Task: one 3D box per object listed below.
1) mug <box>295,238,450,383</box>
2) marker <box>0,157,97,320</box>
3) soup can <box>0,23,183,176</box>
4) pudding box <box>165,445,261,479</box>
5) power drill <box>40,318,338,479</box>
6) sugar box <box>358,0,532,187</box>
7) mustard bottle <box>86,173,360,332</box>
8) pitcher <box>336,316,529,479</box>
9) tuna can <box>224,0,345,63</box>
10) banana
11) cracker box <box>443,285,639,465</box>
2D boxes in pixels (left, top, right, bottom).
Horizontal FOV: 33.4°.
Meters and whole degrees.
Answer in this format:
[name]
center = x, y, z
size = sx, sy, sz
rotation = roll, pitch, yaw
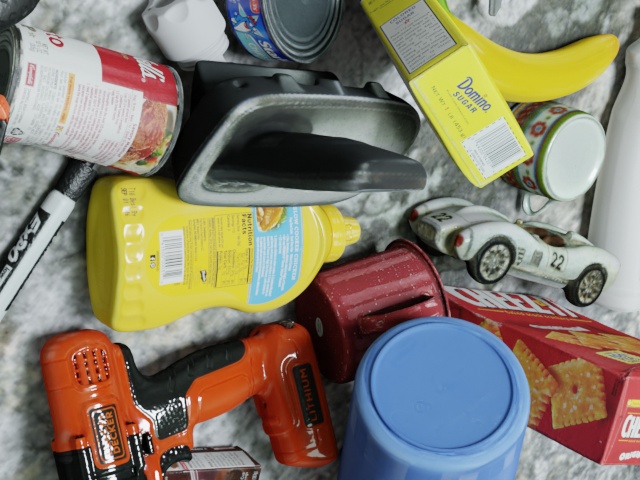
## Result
[mug]
center = 0.040, 0.053, 0.755
size = 0.081, 0.117, 0.093
rotation = -16, 96, -25
[marker]
center = -0.172, 0.000, 0.643
size = 0.020, 0.020, 0.121
rotation = 36, 85, -38
[soup can]
center = -0.139, -0.079, 0.606
size = 0.102, 0.069, 0.068
rotation = 11, 100, -37
[pudding box]
center = -0.099, 0.204, 0.759
size = 0.089, 0.039, 0.113
rotation = 4, 104, -35
[power drill]
center = -0.080, 0.136, 0.699
size = 0.187, 0.057, 0.184
rotation = -11, 87, -36
[sugar box]
center = 0.068, -0.117, 0.669
size = 0.048, 0.176, 0.093
rotation = -31, 128, 10
[mustard bottle]
center = -0.055, 0.001, 0.701
size = 0.191, 0.058, 0.096
rotation = -6, 102, -33
[pitcher]
center = 0.080, 0.165, 0.733
size = 0.243, 0.149, 0.145
rotation = 90, 8, -54
[tuna can]
center = -0.021, -0.154, 0.665
size = 0.085, 0.034, 0.086
rotation = -14, 108, -52
[banana]
center = 0.158, -0.138, 0.812
size = 0.197, 0.037, 0.070
rotation = 5, 104, -36
[cracker box]
center = 0.191, 0.098, 0.811
size = 0.163, 0.214, 0.072
rotation = 9, 100, -37
